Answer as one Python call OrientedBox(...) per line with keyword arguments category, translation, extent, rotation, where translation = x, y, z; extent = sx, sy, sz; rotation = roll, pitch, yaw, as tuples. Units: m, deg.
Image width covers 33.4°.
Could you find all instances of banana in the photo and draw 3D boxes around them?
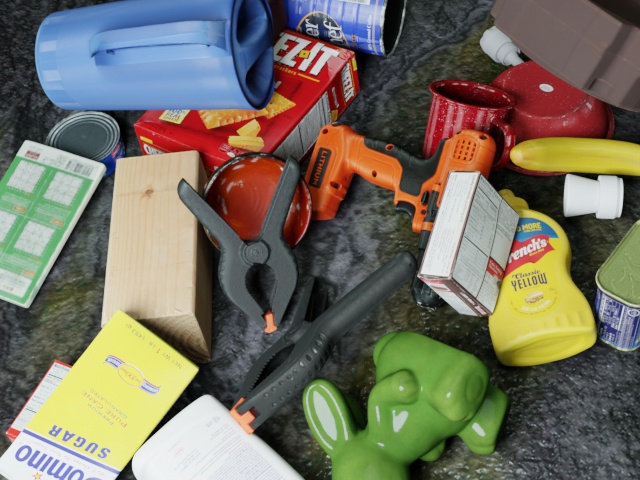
OrientedBox(category="banana", translation=(0.278, -0.088, 1.107), extent=(0.197, 0.070, 0.037), rotation=(2, 93, -15))

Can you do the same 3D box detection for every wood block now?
OrientedBox(category="wood block", translation=(-0.160, 0.017, 1.080), extent=(0.091, 0.090, 0.206), rotation=(-6, 52, 4))

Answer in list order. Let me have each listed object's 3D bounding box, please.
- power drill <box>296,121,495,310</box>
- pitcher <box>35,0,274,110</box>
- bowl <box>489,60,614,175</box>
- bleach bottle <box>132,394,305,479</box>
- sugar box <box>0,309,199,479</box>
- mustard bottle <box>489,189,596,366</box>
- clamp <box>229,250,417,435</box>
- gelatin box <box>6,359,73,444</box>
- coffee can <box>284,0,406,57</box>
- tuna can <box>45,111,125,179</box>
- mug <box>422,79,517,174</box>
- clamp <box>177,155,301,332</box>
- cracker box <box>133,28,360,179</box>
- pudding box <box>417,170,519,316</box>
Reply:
OrientedBox(category="power drill", translation=(0.073, -0.037, 1.089), extent=(0.188, 0.057, 0.184), rotation=(16, 85, 26))
OrientedBox(category="pitcher", translation=(-0.179, -0.200, 1.130), extent=(0.243, 0.149, 0.145), rotation=(-1, 48, 18))
OrientedBox(category="bowl", translation=(0.245, -0.149, 1.179), extent=(0.162, 0.055, 0.162), rotation=(-3, 52, 4))
OrientedBox(category="bleach bottle", translation=(-0.044, 0.246, 0.908), extent=(0.102, 0.068, 0.251), rotation=(-41, 61, -19))
OrientedBox(category="sugar box", translation=(-0.197, 0.157, 0.951), extent=(0.093, 0.048, 0.176), rotation=(37, 81, -1))
OrientedBox(category="mustard bottle", translation=(0.200, 0.027, 1.047), extent=(0.096, 0.058, 0.191), rotation=(-16, 51, 10))
OrientedBox(category="clamp", translation=(-0.015, 0.092, 0.983), extent=(0.036, 0.165, 0.209), rotation=(49, 65, -13))
OrientedBox(category="gelatin box", translation=(-0.241, 0.165, 1.014), extent=(0.073, 0.030, 0.089), rotation=(16, 56, 20))
OrientedBox(category="coffee can", translation=(0.023, -0.281, 1.279), extent=(0.140, 0.103, 0.102), rotation=(12, 55, 16))
OrientedBox(category="tuna can", translation=(-0.268, -0.106, 1.224), extent=(0.086, 0.034, 0.086), rotation=(-4, 52, 4))
OrientedBox(category="mug", translation=(0.161, -0.113, 1.125), extent=(0.093, 0.081, 0.117), rotation=(-10, 31, -36))
OrientedBox(category="clamp", translation=(-0.057, 0.001, 1.042), extent=(0.120, 0.171, 0.039), rotation=(-19, 13, 2))
OrientedBox(category="cracker box", translation=(-0.080, -0.152, 1.212), extent=(0.164, 0.072, 0.213), rotation=(24, 58, 24))
OrientedBox(category="pudding box", translation=(0.140, 0.003, 0.998), extent=(0.039, 0.090, 0.113), rotation=(0, 64, 39))
